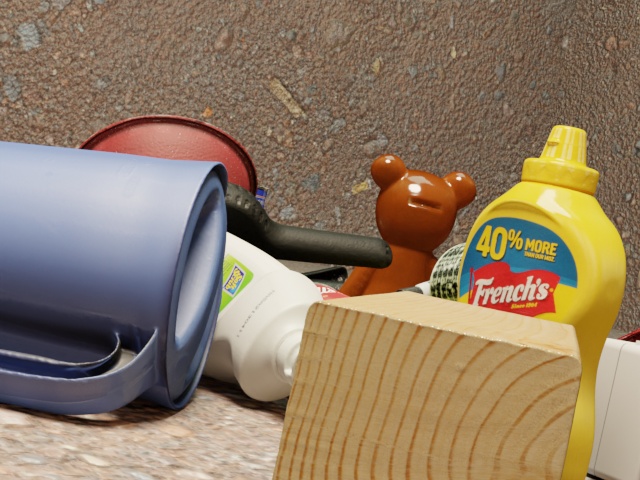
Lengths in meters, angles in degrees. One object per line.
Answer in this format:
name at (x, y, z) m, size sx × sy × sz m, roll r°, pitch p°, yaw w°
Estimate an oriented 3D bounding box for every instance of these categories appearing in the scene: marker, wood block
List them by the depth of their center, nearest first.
wood block at (0.053, 0.074, 0.437) m, size 0.091 × 0.090 × 0.206 m, roll 12°, pitch 1°, yaw 13°
marker at (0.113, 0.044, 1.006) m, size 0.120 × 0.020 × 0.020 m, roll -14°, pitch 19°, yaw -42°

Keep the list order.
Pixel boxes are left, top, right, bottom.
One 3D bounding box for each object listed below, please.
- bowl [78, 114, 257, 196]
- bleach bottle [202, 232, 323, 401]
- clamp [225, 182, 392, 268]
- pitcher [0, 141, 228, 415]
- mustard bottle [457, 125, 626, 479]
bowl at (-0.130, -0.027, 0.882) m, size 0.162 × 0.162 × 0.055 m, roll 12°, pitch 45°, yaw -22°
bleach bottle at (-0.067, 0.049, 0.694) m, size 0.068 × 0.102 × 0.251 m, roll 35°, pitch -5°, yaw -31°
clamp at (-0.056, 0.001, 0.851) m, size 0.165 × 0.036 × 0.209 m, roll -27°, pitch -47°, yaw 26°
pitcher at (-0.176, 0.011, 0.568) m, size 0.243 × 0.145 × 0.149 m, roll 9°, pitch -12°, yaw 5°
mustard bottle at (0.116, 0.033, 0.581) m, size 0.058 × 0.191 × 0.096 m, roll 12°, pitch 1°, yaw -38°
